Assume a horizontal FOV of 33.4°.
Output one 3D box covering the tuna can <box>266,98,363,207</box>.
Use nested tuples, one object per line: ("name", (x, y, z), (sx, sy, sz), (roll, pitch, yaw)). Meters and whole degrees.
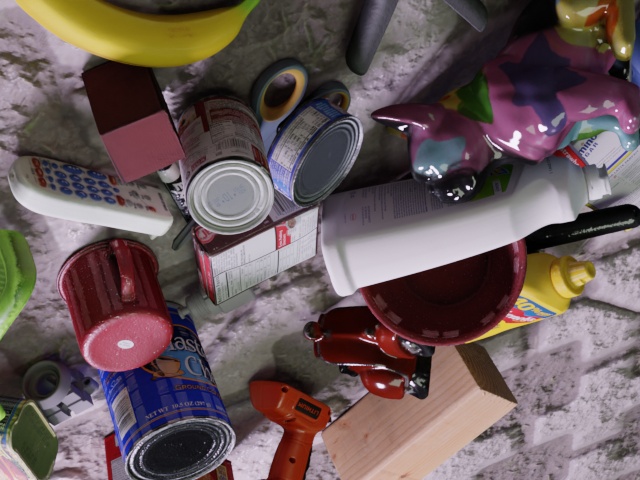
("tuna can", (-0.005, -0.071, 0.864), (0.086, 0.034, 0.086), (-42, 154, -26))

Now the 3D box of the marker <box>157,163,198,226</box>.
("marker", (-0.120, -0.044, 0.900), (0.020, 0.020, 0.121), (-25, 141, -1))

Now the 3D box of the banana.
("banana", (-0.136, -0.159, 0.755), (0.197, 0.037, 0.070), (0, 106, -33))

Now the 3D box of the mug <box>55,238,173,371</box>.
("mug", (-0.174, 0.051, 0.926), (0.093, 0.081, 0.117), (-5, 136, -24))

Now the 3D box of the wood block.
("wood block", (0.114, 0.210, 1.251), (0.206, 0.090, 0.090), (-42, 139, 18))

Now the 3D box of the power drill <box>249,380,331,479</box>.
("power drill", (-0.059, 0.248, 1.132), (0.057, 0.187, 0.184), (1, 158, 35))

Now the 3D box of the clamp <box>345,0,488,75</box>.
("clamp", (0.057, -0.201, 0.809), (0.120, 0.039, 0.171), (-31, 136, -2))

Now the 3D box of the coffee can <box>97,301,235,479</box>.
("coffee can", (-0.148, 0.141, 0.992), (0.102, 0.140, 0.103), (-15, 139, -14))

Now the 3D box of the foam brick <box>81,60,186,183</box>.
("foam brick", (-0.139, -0.093, 0.790), (0.051, 0.078, 0.053), (-21, 140, -4))

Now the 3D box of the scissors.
("scissors", (-0.065, -0.076, 0.885), (0.202, 0.016, 0.096), (-36, 136, 2))

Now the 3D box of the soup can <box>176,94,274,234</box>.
("soup can", (-0.074, -0.059, 0.819), (0.068, 0.102, 0.068), (-5, 125, -8))

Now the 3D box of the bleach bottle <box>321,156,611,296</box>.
("bleach bottle", (0.129, -0.023, 0.942), (0.251, 0.102, 0.068), (-12, 124, 10))

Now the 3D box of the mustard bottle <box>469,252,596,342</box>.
("mustard bottle", (0.195, 0.055, 1.086), (0.096, 0.058, 0.192), (27, 146, -34))

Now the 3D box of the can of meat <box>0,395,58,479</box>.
("can of meat", (-0.301, 0.183, 0.993), (0.084, 0.057, 0.102), (5, 142, 15))

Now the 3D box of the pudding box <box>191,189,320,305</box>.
("pudding box", (-0.056, 0.001, 0.944), (0.113, 0.039, 0.090), (-25, 153, -16))

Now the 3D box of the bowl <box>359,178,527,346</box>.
("bowl", (0.116, 0.019, 1.022), (0.162, 0.162, 0.055), (-33, 172, 9))

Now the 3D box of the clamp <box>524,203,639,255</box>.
("clamp", (0.211, 0.000, 1.089), (0.209, 0.036, 0.165), (8, 148, -24))
